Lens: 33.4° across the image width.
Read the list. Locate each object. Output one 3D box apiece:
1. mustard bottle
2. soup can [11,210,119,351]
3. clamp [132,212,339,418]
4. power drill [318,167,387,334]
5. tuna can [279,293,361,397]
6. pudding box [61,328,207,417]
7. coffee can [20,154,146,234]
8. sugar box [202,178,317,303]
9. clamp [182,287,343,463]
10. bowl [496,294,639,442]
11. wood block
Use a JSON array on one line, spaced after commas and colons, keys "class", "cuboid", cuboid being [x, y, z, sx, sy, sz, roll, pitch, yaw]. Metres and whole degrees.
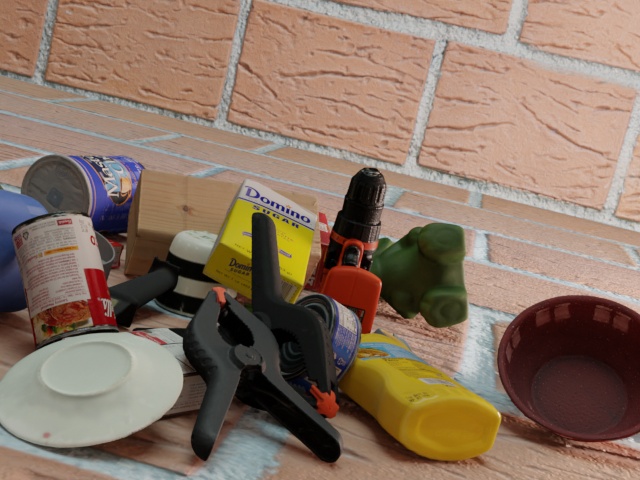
[{"class": "mustard bottle", "cuboid": [0.065, 0.124, 0.919, 0.096, 0.058, 0.192, 9, 11, -28]}, {"class": "soup can", "cuboid": [-0.209, 0.035, 0.871, 0.068, 0.102, 0.068, -15, -13, -4]}, {"class": "clamp", "cuboid": [-0.062, 0.085, 0.895, 0.210, 0.164, 0.036, 49, -2, 41]}, {"class": "power drill", "cuboid": [0.031, 0.032, 1.086, 0.057, 0.184, 0.187, 13, 20, 0]}, {"class": "tuna can", "cuboid": [-0.007, 0.089, 0.921, 0.033, 0.086, 0.086, 35, -2, -31]}, {"class": "pudding box", "cuboid": [-0.136, 0.104, 0.834, 0.090, 0.039, 0.113, 24, 17, 38]}, {"class": "coffee can", "cuboid": [-0.288, -0.056, 1.331, 0.103, 0.103, 0.140, 17, 11, 22]}, {"class": "sugar box", "cuboid": [-0.057, 0.001, 1.093, 0.093, 0.048, 0.176, 29, 26, -9]}, {"class": "clamp", "cuboid": [-0.066, 0.102, 0.799, 0.120, 0.039, 0.172, 8, 33, -42]}, {"class": "bowl", "cuboid": [0.245, 0.130, 0.996, 0.162, 0.055, 0.162, -2, 50, 3]}, {"class": "wood block", "cuboid": [-0.112, -0.007, 1.218, 0.205, 0.090, 0.091, 9, 52, -16]}]
